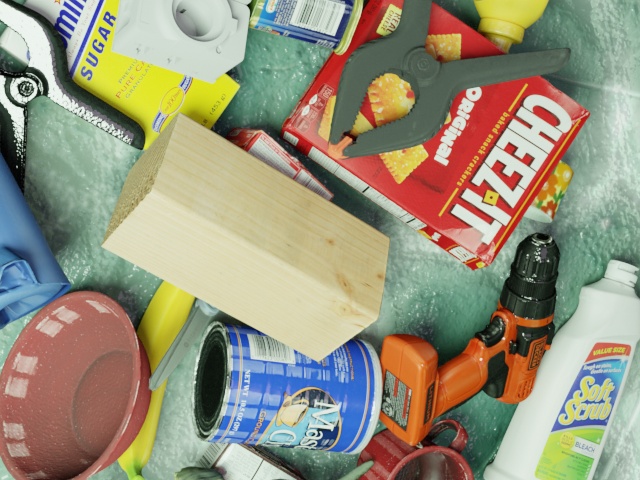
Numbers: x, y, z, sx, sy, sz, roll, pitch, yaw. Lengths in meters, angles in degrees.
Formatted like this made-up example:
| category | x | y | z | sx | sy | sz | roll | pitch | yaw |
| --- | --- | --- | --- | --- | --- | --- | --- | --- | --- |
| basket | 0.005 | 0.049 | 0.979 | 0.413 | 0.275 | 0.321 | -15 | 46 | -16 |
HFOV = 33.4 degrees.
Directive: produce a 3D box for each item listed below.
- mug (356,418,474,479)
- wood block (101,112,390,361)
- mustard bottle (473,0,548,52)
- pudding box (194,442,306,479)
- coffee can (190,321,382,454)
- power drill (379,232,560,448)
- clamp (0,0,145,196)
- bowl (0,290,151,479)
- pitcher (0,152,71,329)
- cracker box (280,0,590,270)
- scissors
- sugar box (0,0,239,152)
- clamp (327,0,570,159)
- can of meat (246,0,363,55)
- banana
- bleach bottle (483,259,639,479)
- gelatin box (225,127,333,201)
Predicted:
| category | x | y | z | sx | sy | sz | roll | pitch | yaw |
| --- | --- | --- | --- | --- | --- | --- | --- | --- | --- |
| mug | 0.092 | 0.215 | 0.999 | 0.093 | 0.082 | 0.117 | 41 | 83 | -21 |
| wood block | -0.055 | 0.000 | 0.854 | 0.206 | 0.091 | 0.090 | 30 | 46 | -19 |
| mustard bottle | 0.179 | -0.254 | 0.950 | 0.058 | 0.096 | 0.191 | 13 | 94 | -23 |
| pudding box | -0.080 | 0.238 | 0.962 | 0.090 | 0.039 | 0.113 | 36 | 87 | -22 |
| coffee can | -0.031 | 0.129 | 0.928 | 0.140 | 0.103 | 0.103 | 9 | 95 | -22 |
| power drill | 0.139 | 0.094 | 0.964 | 0.187 | 0.057 | 0.184 | -19 | 127 | -33 |
| clamp | -0.211 | -0.117 | 0.814 | 0.120 | 0.039 | 0.171 | -21 | 112 | -11 |
| bowl | -0.188 | 0.125 | 0.858 | 0.055 | 0.162 | 0.162 | 29 | 87 | -51 |
| pitcher | -0.294 | -0.040 | 0.771 | 0.149 | 0.145 | 0.243 | -26 | 86 | 5 |
| cracker box | 0.097 | -0.101 | 0.924 | 0.213 | 0.072 | 0.164 | 34 | 85 | -1 |
| scissors | -0.099 | 0.033 | 0.882 | 0.096 | 0.016 | 0.201 | 56 | 44 | -3 |
| sugar box | -0.163 | -0.143 | 0.866 | 0.176 | 0.048 | 0.093 | 36 | 85 | -23 |
| clamp | 0.078 | -0.151 | 0.870 | 0.210 | 0.036 | 0.164 | -38 | 89 | -6 |
| can of meat | -0.020 | -0.204 | 0.880 | 0.083 | 0.102 | 0.057 | 11 | 122 | -20 |
| banana | -0.139 | 0.110 | 0.900 | 0.037 | 0.070 | 0.198 | 25 | 67 | -37 |
| bleach bottle | 0.253 | 0.138 | 1.060 | 0.102 | 0.068 | 0.251 | 21 | 88 | -25 |
| gelatin box | -0.039 | -0.059 | 0.911 | 0.089 | 0.073 | 0.030 | 41 | 82 | -20 |
